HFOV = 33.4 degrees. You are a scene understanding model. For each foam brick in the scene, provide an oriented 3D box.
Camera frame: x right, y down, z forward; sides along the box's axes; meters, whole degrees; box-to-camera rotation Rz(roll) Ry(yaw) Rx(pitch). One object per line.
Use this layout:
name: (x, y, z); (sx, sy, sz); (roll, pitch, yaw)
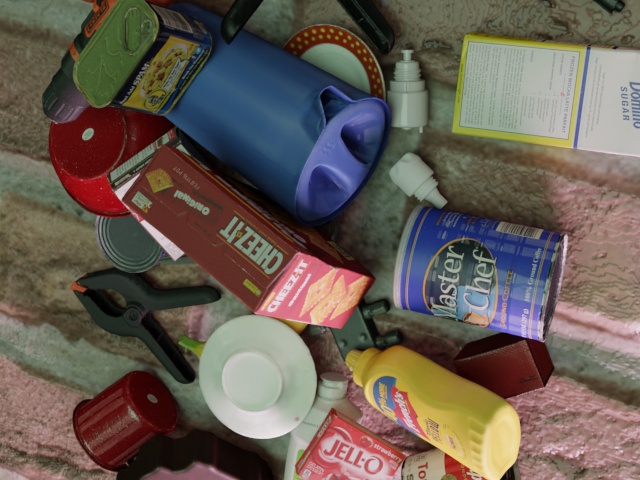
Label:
foam brick: (0.178, 0.121, 1.035); (0.078, 0.051, 0.053); (-20, 96, 25)

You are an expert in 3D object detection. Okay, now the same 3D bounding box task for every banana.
banana: (-0.058, 0.086, 1.118); (0.198, 0.037, 0.069); (-33, 103, 17)

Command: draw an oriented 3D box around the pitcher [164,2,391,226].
pitcher: (-0.063, -0.121, 1.018); (0.243, 0.144, 0.149); (35, 110, 25)

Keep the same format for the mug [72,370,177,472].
mug: (-0.209, 0.208, 1.189); (0.082, 0.093, 0.117); (-36, 73, 21)

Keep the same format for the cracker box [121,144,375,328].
cracker box: (-0.056, 0.001, 0.971); (0.164, 0.213, 0.072); (37, 95, 21)

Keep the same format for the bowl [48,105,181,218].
bowl: (-0.228, -0.105, 1.116); (0.162, 0.055, 0.162); (-1, 88, 22)

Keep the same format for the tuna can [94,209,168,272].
tuna can: (-0.200, -0.010, 1.162); (0.086, 0.033, 0.086); (5, 105, 20)

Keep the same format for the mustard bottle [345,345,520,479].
mustard bottle: (0.099, 0.152, 1.029); (0.192, 0.058, 0.096); (27, 147, 38)

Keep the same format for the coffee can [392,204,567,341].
coffee can: (0.149, 0.029, 0.994); (0.140, 0.102, 0.103); (12, 108, 18)

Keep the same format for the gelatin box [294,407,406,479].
gelatin box: (0.029, 0.224, 1.081); (0.089, 0.030, 0.073); (32, 92, -11)

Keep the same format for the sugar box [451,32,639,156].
sugar box: (0.212, -0.133, 0.960); (0.176, 0.048, 0.093); (9, 107, 16)

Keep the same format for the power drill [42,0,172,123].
power drill: (-0.216, -0.224, 1.041); (0.185, 0.057, 0.188); (-44, 42, 24)

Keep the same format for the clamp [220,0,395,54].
clamp: (-0.025, -0.266, 0.977); (0.036, 0.164, 0.210); (147, 114, -66)

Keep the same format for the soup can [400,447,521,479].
soup can: (0.140, 0.237, 1.071); (0.102, 0.068, 0.068); (-21, 95, 26)

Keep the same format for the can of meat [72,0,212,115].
can of meat: (-0.155, -0.161, 0.946); (0.102, 0.083, 0.057); (-50, 65, 21)

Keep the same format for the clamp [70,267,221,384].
clamp: (-0.191, 0.071, 1.178); (0.171, 0.039, 0.120); (31, 106, 5)

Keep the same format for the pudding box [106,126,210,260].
pudding box: (-0.148, -0.046, 1.088); (0.090, 0.039, 0.113); (-35, 125, 5)

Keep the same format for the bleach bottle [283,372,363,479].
bleach bottle: (0.011, 0.264, 1.134); (0.103, 0.068, 0.251); (8, 103, 12)
